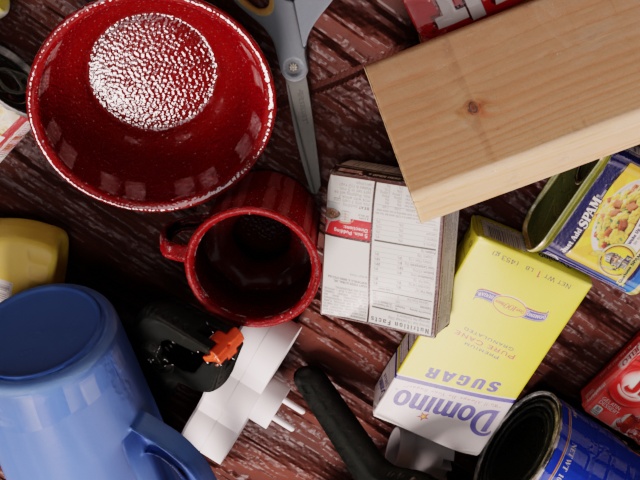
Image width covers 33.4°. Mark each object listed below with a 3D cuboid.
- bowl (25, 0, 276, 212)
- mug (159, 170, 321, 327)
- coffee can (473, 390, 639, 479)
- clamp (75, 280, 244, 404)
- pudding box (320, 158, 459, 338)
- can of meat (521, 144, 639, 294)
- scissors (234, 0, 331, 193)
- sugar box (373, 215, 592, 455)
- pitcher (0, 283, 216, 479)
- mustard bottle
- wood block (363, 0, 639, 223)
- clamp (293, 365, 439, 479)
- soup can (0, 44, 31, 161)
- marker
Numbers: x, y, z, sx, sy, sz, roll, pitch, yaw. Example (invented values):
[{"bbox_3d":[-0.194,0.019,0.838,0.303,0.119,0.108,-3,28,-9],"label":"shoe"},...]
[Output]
[{"bbox_3d":[-0.112,-0.100,0.714,0.162,0.055,0.162,-4,125,-6],"label":"bowl"},{"bbox_3d":[-0.055,0.001,0.756,0.117,0.081,0.093,2,117,4],"label":"mug"},{"bbox_3d":[0.204,0.195,0.820,0.140,0.102,0.103,33,115,-11],"label":"coffee can"},{"bbox_3d":[-0.111,0.084,0.789,0.172,0.039,0.120,7,139,47],"label":"clamp"},{"bbox_3d":[0.048,0.005,0.750,0.090,0.039,0.113,11,111,22],"label":"pudding box"},{"bbox_3d":[0.203,-0.022,0.736,0.084,0.057,0.102,25,116,-10],"label":"can of meat"},{"bbox_3d":[-0.003,-0.132,0.721,0.096,0.016,0.201,-20,114,14],"label":"scissors"},{"bbox_3d":[0.117,0.075,0.799,0.093,0.048,0.176,23,115,-6],"label":"sugar box"},{"bbox_3d":[-0.164,0.154,0.785,0.149,0.145,0.243,-20,130,-13],"label":"pitcher"},{"bbox_3d":[-0.289,0.013,0.796,0.191,0.058,0.096,15,123,-3],"label":"mustard bottle"},{"bbox_3d":[0.141,-0.093,0.655,0.206,0.090,0.091,-20,79,6],"label":"wood block"},{"bbox_3d":[0.047,0.211,0.826,0.210,0.036,0.165,33,129,32],"label":"clamp"},{"bbox_3d":[-0.246,-0.080,0.740,0.102,0.068,0.068,-40,107,22],"label":"soup can"},{"bbox_3d":[-0.153,-0.134,0.732,0.020,0.020,0.121,33,115,-11],"label":"marker"}]
